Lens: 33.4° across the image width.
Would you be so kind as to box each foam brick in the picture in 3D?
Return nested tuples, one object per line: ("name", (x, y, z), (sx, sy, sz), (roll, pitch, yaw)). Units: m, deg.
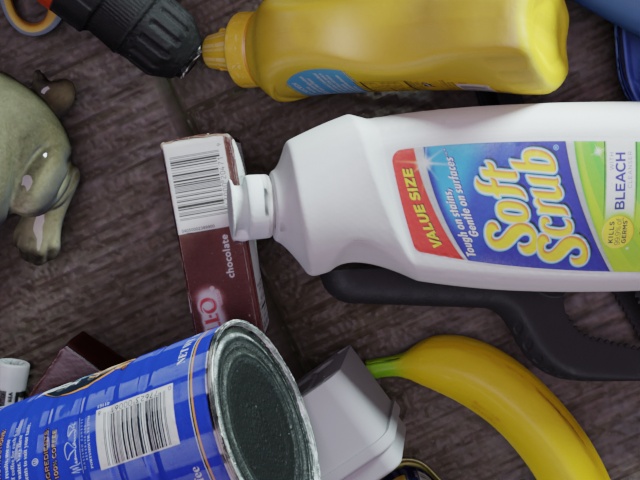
("foam brick", (-0.122, 0.096, 0.595), (0.078, 0.051, 0.053), (35, 93, -3))

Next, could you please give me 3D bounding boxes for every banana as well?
("banana", (0.117, 0.118, 0.608), (0.198, 0.037, 0.070), (45, 123, -1))

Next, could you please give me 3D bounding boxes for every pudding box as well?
("pudding box", (-0.054, 0.001, 0.569), (0.039, 0.090, 0.113), (-8, 94, -2))

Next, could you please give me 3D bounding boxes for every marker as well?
("marker", (-0.185, 0.128, 0.614), (0.020, 0.020, 0.121), (10, 95, -1))

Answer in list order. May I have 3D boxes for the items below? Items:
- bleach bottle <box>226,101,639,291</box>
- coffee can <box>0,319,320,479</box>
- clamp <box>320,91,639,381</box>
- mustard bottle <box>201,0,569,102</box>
("bleach bottle", (0.080, -0.015, 0.528), (0.250, 0.068, 0.102), (-4, 103, -10))
("coffee can", (-0.085, 0.108, 0.501), (0.140, 0.102, 0.103), (-21, 95, 17))
("clamp", (0.124, 0.004, 0.591), (0.210, 0.036, 0.164), (29, 80, -9))
("mustard bottle", (0.025, -0.102, 0.551), (0.192, 0.096, 0.058), (1, 94, 25))
